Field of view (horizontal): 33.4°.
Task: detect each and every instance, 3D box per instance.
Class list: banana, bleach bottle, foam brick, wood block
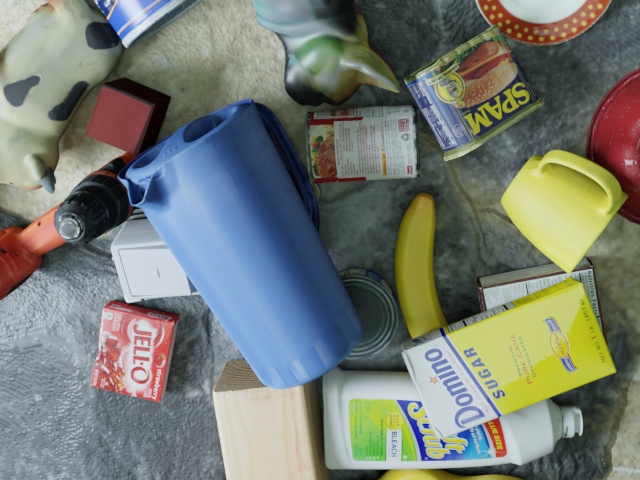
[{"bbox_3d":[0.108,0.054,1.029,0.070,0.037,0.198,-19,98,17],"label":"banana"},{"bbox_3d":[0.129,0.172,1.048,0.251,0.068,0.102,-2,103,2],"label":"bleach bottle"},{"bbox_3d":[-0.177,-0.116,0.990,0.051,0.078,0.053,22,102,-1],"label":"foam brick"},{"bbox_3d":[-0.042,0.226,1.057,0.090,0.090,0.206,-6,104,6],"label":"wood block"}]

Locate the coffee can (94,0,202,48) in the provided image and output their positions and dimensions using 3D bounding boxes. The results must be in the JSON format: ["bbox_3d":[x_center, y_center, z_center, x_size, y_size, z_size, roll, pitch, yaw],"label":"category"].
[{"bbox_3d":[-0.170,-0.257,0.941,0.103,0.102,0.140,-33,99,11],"label":"coffee can"}]

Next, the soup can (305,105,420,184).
[{"bbox_3d":[0.040,-0.088,0.986,0.102,0.068,0.068,-3,104,4],"label":"soup can"}]

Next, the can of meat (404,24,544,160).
[{"bbox_3d":[0.137,-0.134,0.961,0.102,0.057,0.084,-33,97,-17],"label":"can of meat"}]

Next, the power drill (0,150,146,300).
[{"bbox_3d":[-0.243,-0.008,0.977,0.188,0.184,0.057,-28,100,20],"label":"power drill"}]

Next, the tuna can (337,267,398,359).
[{"bbox_3d":[0.033,0.071,1.043,0.086,0.033,0.086,1,104,4],"label":"tuna can"}]

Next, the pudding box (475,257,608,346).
[{"bbox_3d":[0.213,0.072,1.028,0.113,0.039,0.090,-11,101,4],"label":"pudding box"}]

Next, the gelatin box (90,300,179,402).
[{"bbox_3d":[-0.186,0.110,1.070,0.073,0.030,0.089,13,105,1],"label":"gelatin box"}]

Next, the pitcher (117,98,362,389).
[{"bbox_3d":[-0.056,0.001,0.951,0.149,0.145,0.243,-30,106,-3],"label":"pitcher"}]

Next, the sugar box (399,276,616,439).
[{"bbox_3d":[0.172,0.109,0.987,0.176,0.048,0.093,-23,95,1],"label":"sugar box"}]
